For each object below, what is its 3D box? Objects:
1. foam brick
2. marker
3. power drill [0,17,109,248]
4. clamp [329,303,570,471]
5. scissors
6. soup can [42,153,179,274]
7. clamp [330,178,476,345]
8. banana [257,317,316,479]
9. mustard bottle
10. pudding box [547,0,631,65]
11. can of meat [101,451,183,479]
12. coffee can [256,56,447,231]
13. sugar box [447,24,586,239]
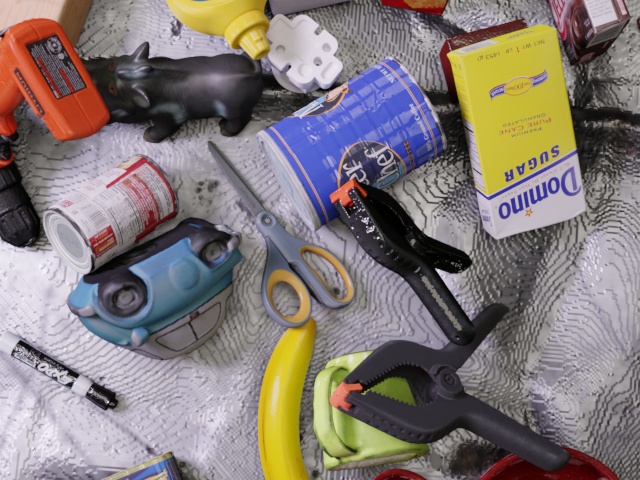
[{"bbox_3d":[0.157,-0.169,1.003,0.078,0.051,0.053,-16,84,-4],"label":"foam brick"},{"bbox_3d":[-0.238,0.120,0.971,0.121,0.020,0.020,30,83,2],"label":"marker"},{"bbox_3d":[-0.264,-0.094,0.919,0.057,0.188,0.184,-40,104,-47],"label":"power drill"},{"bbox_3d":[0.110,0.134,0.908,0.209,0.036,0.165,-6,56,-31],"label":"clamp"},{"bbox_3d":[-0.056,0.001,0.982,0.202,0.016,0.096,41,61,3],"label":"scissors"},{"bbox_3d":[-0.185,-0.024,0.946,0.102,0.069,0.068,-38,85,-33],"label":"soup can"},{"bbox_3d":[0.078,0.016,0.923,0.171,0.120,0.039,34,116,-27],"label":"clamp"},{"bbox_3d":[-0.025,0.169,0.967,0.069,0.037,0.198,-5,86,-33],"label":"banana"},{"bbox_3d":[-0.100,-0.243,0.954,0.096,0.058,0.192,-29,79,-12],"label":"mustard bottle"},{"bbox_3d":[0.242,-0.221,0.982,0.039,0.113,0.090,-19,84,-2],"label":"pudding box"},{"bbox_3d":[-0.161,0.243,0.941,0.102,0.057,0.084,-22,82,-5],"label":"can of meat"},{"bbox_3d":[0.028,-0.087,0.963,0.140,0.103,0.103,-31,85,-5],"label":"coffee can"},{"bbox_3d":[0.180,-0.097,0.967,0.093,0.048,0.176,-17,106,-4],"label":"sugar box"}]
